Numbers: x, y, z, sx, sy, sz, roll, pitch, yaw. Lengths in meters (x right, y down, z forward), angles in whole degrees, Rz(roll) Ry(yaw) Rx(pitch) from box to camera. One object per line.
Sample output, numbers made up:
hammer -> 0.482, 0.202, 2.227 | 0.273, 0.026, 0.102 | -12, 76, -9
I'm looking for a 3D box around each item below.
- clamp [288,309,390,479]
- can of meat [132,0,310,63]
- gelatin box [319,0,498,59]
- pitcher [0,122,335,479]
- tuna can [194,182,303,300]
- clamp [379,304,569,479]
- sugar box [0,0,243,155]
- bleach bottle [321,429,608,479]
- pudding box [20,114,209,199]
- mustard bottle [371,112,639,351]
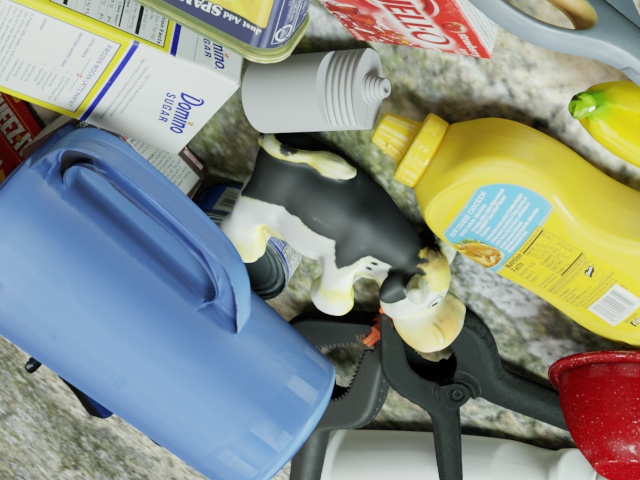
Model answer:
clamp -> -0.018, 0.106, 0.811 | 0.164, 0.036, 0.210 | 47, 129, 10
can of meat -> -0.046, -0.150, 0.530 | 0.102, 0.057, 0.084 | 27, 142, 3
gelatin box -> 0.039, -0.115, 0.498 | 0.073, 0.030, 0.089 | 13, 175, 23
pitcher -> -0.106, 0.044, 0.671 | 0.242, 0.145, 0.149 | 39, 178, -8
tuna can -> -0.055, 0.001, 0.739 | 0.086, 0.033, 0.086 | 20, 143, 15
clamp -> 0.105, 0.095, 0.724 | 0.120, 0.039, 0.171 | -26, 114, 14
sugar box -> -0.140, -0.113, 0.603 | 0.176, 0.048, 0.094 | 18, 150, -26
bleach bottle -> 0.117, 0.186, 0.818 | 0.251, 0.068, 0.102 | -12, 128, 41
pudding box -> -0.142, -0.053, 0.731 | 0.090, 0.039, 0.114 | 47, 141, -20
mustard bottle -> 0.114, -0.014, 0.577 | 0.191, 0.058, 0.096 | 30, 151, 1
